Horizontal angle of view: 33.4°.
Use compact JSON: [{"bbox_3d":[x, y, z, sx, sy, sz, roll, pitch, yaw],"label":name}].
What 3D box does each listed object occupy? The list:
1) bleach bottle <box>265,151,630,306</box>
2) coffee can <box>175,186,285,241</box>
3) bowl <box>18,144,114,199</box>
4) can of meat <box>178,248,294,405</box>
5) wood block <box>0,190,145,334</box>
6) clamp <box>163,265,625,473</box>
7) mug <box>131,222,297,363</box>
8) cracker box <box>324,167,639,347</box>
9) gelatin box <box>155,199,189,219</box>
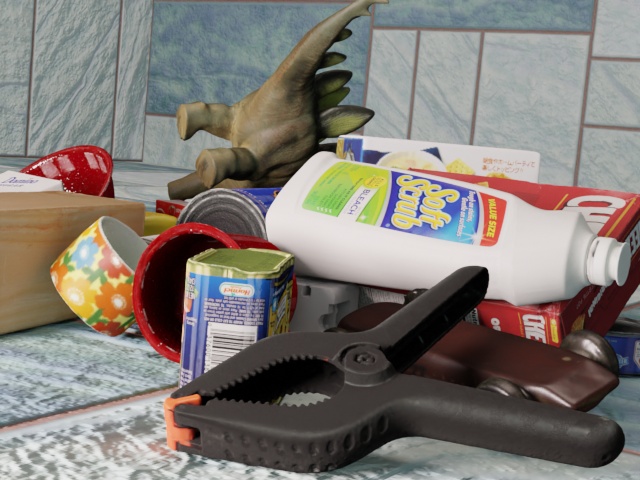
[{"bbox_3d":[0.090,-0.006,0.744,0.251,0.068,0.102,8,40,31],"label":"bleach bottle"},{"bbox_3d":[-0.057,0.001,0.998,0.103,0.103,0.140,8,7,26],"label":"coffee can"},{"bbox_3d":[-0.253,-0.018,1.012,0.162,0.055,0.162,-20,37,16],"label":"bowl"},{"bbox_3d":[-0.047,0.051,0.616,0.057,0.084,0.102,6,6,5],"label":"can of meat"},{"bbox_3d":[-0.227,0.012,0.809,0.091,0.090,0.205,7,6,20],"label":"wood block"},{"bbox_3d":[0.031,0.076,0.527,0.209,0.036,0.165,-12,30,-19],"label":"clamp"},{"bbox_3d":[-0.059,0.043,0.723,0.117,0.093,0.081,40,14,21],"label":"mug"},{"bbox_3d":[0.123,0.017,0.821,0.214,0.072,0.164,9,38,36],"label":"cracker box"},{"bbox_3d":[-0.143,-0.003,1.103,0.030,0.073,0.089,0,8,-34],"label":"gelatin box"}]
